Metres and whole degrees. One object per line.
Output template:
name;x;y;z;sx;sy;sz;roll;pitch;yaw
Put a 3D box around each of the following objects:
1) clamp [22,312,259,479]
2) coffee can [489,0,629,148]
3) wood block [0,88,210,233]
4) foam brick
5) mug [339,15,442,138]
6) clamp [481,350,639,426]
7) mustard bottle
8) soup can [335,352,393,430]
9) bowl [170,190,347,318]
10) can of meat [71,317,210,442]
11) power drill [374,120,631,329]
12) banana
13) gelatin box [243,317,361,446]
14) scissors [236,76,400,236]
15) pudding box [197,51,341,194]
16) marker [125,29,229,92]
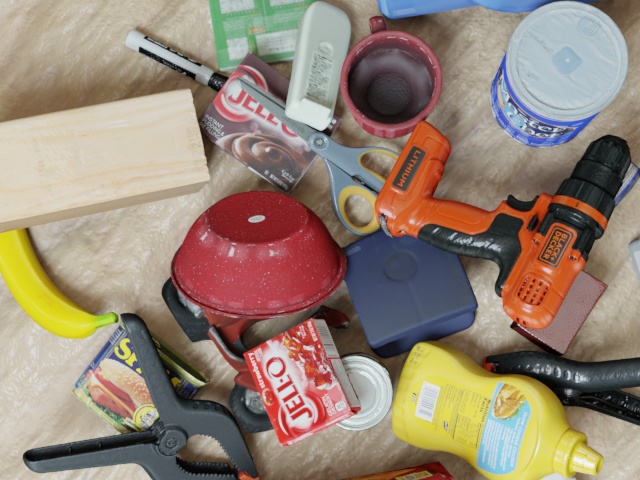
clamp;-0.137;0.164;0.960;0.209;0.036;0.164;25;100;-26
coffee can;0.212;-0.146;0.967;0.103;0.140;0.103;0;85;3
wood block;-0.216;-0.072;0.982;0.206;0.091;0.090;-12;89;-14
foam brick;0.220;0.062;0.993;0.053;0.051;0.078;34;87;6
mug;0.063;-0.153;1.006;0.093;0.081;0.117;-15;84;2
clamp;0.230;0.125;0.958;0.171;0.120;0.039;8;55;9
mustard bottle;0.157;0.161;0.940;0.192;0.058;0.096;19;98;36
soup can;0.033;0.136;0.972;0.068;0.102;0.068;0;85;3
bowl;-0.056;0.001;0.961;0.162;0.162;0.055;2;124;3
can of meat;-0.171;0.135;1.008;0.102;0.057;0.084;38;90;5
power drill;0.156;-0.037;0.932;0.188;0.057;0.184;25;78;23
banana;-0.271;0.030;1.026;0.069;0.037;0.198;-44;73;2
gelatin box;-0.016;0.121;0.913;0.073;0.030;0.089;-29;72;19
scissors;-0.002;-0.071;1.002;0.201;0.016;0.096;21;91;-16
pudding box;-0.051;-0.111;1.022;0.113;0.039;0.090;36;88;-7
marker;-0.136;-0.173;1.051;0.121;0.020;0.020;28;87;5
